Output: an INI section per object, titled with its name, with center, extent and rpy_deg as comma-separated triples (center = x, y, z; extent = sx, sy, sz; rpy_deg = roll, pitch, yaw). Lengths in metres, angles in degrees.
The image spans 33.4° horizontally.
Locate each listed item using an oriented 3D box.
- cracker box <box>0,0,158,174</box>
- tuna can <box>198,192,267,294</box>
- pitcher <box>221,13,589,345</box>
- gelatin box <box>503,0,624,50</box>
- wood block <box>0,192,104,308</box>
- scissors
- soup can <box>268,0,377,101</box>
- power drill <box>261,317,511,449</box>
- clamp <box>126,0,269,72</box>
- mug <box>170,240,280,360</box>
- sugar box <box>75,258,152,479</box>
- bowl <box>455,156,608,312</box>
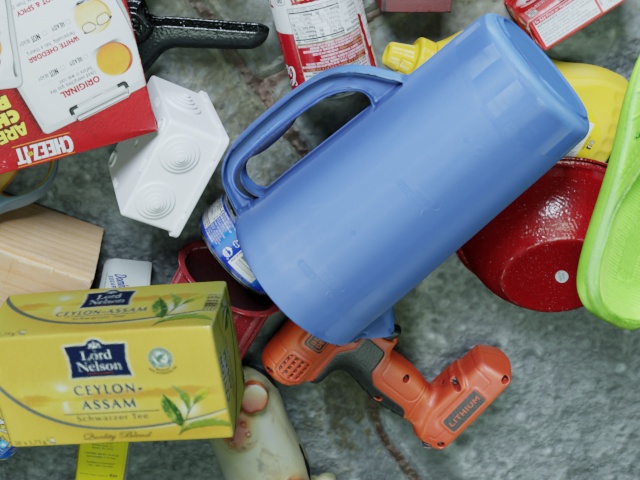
[cracker box]
center = -0.213, -0.157, 0.698
extent = 0.164, 0.072, 0.214
rpy_deg = -17, 123, -11
[tuna can]
center = -0.056, 0.001, 0.843
extent = 0.034, 0.086, 0.086
rpy_deg = -41, 113, 15
[pitcher]
center = 0.057, -0.051, 0.756
extent = 0.243, 0.145, 0.149
rpy_deg = -40, 147, 22
[gelatin box]
center = 0.185, -0.183, 0.783
extent = 0.089, 0.073, 0.030
rpy_deg = -32, 114, 11
[wood block]
center = -0.283, 0.011, 0.823
extent = 0.206, 0.090, 0.091
rpy_deg = 21, 113, -15
[scissors]
center = -0.267, -0.021, 0.767
extent = 0.096, 0.201, 0.016
rpy_deg = 31, 137, 5
[soup can]
center = 0.000, -0.161, 0.778
extent = 0.068, 0.068, 0.102
rpy_deg = -15, 116, 2
[power drill]
center = 0.070, 0.083, 0.913
extent = 0.187, 0.057, 0.185
rpy_deg = 34, 112, -17
[clamp]
center = -0.135, -0.173, 0.776
extent = 0.171, 0.039, 0.120
rpy_deg = -18, 110, 4
[mug]
center = -0.092, 0.064, 0.857
extent = 0.093, 0.117, 0.082
rpy_deg = 31, 115, 1
[sugar box]
center = -0.172, 0.112, 0.882
extent = 0.048, 0.093, 0.176
rpy_deg = 5, 115, -8
[bowl]
center = 0.188, 0.009, 0.856
extent = 0.162, 0.055, 0.162
rpy_deg = 1, 138, 0
